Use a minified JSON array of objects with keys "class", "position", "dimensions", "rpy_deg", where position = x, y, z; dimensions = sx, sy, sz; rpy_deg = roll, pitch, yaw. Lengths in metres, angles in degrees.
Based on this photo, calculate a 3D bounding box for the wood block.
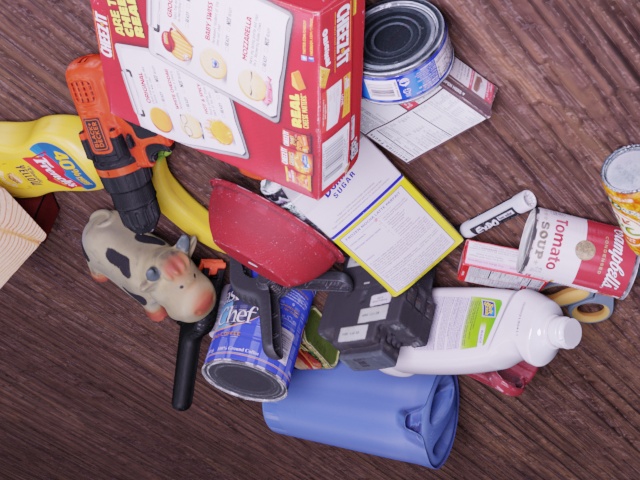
[{"class":"wood block","position":[-0.404,-0.035,1.147],"dimensions":[0.206,0.090,0.090],"rpy_deg":[26,159,36]}]

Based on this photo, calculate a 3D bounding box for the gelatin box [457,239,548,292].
[{"class":"gelatin box","position":[0.187,0.027,1.087],"dimensions":[0.089,0.030,0.073],"rpy_deg":[11,167,6]}]

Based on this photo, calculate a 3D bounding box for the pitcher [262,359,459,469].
[{"class":"pitcher","position":[0.056,0.214,1.399],"dimensions":[0.243,0.144,0.149],"rpy_deg":[5,136,26]}]

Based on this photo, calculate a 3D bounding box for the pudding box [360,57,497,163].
[{"class":"pudding box","position":[0.079,-0.119,0.907],"dimensions":[0.090,0.039,0.114],"rpy_deg":[30,149,-24]}]

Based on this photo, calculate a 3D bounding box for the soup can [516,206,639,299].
[{"class":"soup can","position":[0.244,0.011,1.014],"dimensions":[0.102,0.068,0.068],"rpy_deg":[14,150,3]}]

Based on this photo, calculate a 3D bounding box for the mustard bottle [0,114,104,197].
[{"class":"mustard bottle","position":[-0.266,-0.088,1.101],"dimensions":[0.192,0.058,0.096],"rpy_deg":[-3,143,29]}]

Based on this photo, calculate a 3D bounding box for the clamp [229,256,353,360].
[{"class":"clamp","position":[-0.054,0.057,1.170],"dimensions":[0.172,0.120,0.039],"rpy_deg":[27,156,45]}]

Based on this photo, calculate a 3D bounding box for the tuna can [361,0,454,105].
[{"class":"tuna can","position":[0.058,-0.147,0.822],"dimensions":[0.086,0.086,0.033],"rpy_deg":[2,146,22]}]

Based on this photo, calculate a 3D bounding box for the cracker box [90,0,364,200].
[{"class":"cracker box","position":[-0.071,-0.145,0.811],"dimensions":[0.214,0.072,0.164],"rpy_deg":[24,138,25]}]

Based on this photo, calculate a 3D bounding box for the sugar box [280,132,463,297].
[{"class":"sugar box","position":[0.051,-0.028,1.023],"dimensions":[0.093,0.048,0.176],"rpy_deg":[-41,125,7]}]

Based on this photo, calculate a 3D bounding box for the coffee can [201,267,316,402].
[{"class":"coffee can","position":[-0.070,0.103,1.243],"dimensions":[0.103,0.140,0.103],"rpy_deg":[12,150,7]}]

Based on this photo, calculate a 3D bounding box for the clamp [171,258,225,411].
[{"class":"clamp","position":[-0.157,0.099,1.294],"dimensions":[0.036,0.164,0.210],"rpy_deg":[1,148,-26]}]

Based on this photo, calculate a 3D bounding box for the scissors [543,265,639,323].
[{"class":"scissors","position":[0.312,0.049,1.097],"dimensions":[0.202,0.016,0.096],"rpy_deg":[-15,140,42]}]

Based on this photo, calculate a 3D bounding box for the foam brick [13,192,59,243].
[{"class":"foam brick","position":[-0.351,-0.037,1.233],"dimensions":[0.078,0.051,0.053],"rpy_deg":[10,149,10]}]

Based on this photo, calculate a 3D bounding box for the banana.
[{"class":"banana","position":[-0.149,-0.042,1.132],"dimensions":[0.070,0.037,0.197],"rpy_deg":[23,161,32]}]

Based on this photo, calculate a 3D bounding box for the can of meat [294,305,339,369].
[{"class":"can of meat","position":[-0.032,0.124,1.346],"dimensions":[0.084,0.057,0.102],"rpy_deg":[-6,144,28]}]

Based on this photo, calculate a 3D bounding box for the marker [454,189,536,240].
[{"class":"marker","position":[0.164,-0.020,1.049],"dimensions":[0.020,0.020,0.121],"rpy_deg":[29,148,-22]}]

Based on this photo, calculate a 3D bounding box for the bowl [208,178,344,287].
[{"class":"bowl","position":[-0.057,0.001,1.093],"dimensions":[0.162,0.055,0.162],"rpy_deg":[30,171,5]}]

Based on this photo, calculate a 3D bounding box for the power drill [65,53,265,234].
[{"class":"power drill","position":[-0.133,-0.089,0.987],"dimensions":[0.188,0.057,0.184],"rpy_deg":[-3,122,23]}]

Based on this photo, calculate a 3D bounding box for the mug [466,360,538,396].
[{"class":"mug","position":[0.197,0.127,1.191],"dimensions":[0.081,0.117,0.093],"rpy_deg":[27,116,-28]}]

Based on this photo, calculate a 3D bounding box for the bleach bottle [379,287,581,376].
[{"class":"bleach bottle","position":[0.163,0.100,1.119],"dimensions":[0.068,0.102,0.251],"rpy_deg":[18,168,-36]}]
